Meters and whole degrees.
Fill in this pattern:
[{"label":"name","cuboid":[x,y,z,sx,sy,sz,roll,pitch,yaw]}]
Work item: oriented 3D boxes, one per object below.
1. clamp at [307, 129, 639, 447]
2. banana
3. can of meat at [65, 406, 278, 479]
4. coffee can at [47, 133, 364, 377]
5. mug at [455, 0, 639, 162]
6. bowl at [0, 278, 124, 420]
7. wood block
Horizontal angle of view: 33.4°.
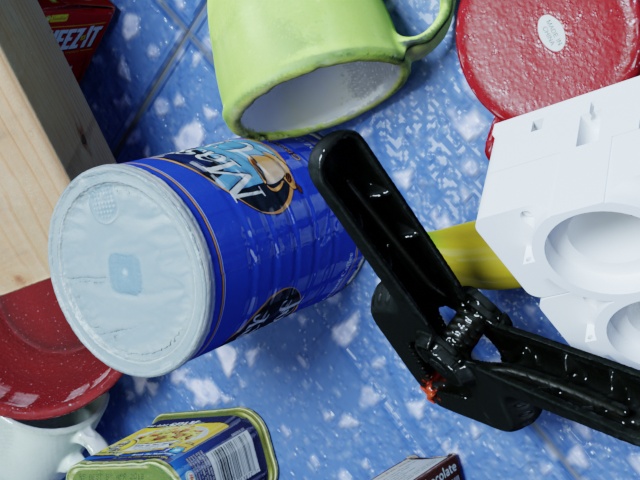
[{"label":"clamp","cuboid":[0.055,0.034,0.466,0.164,0.036,0.210,42,168,6]},{"label":"banana","cuboid":[0.125,-0.017,0.472,0.198,0.069,0.037,-26,60,30]},{"label":"can of meat","cuboid":[-0.092,0.145,0.655,0.102,0.083,0.057,-11,96,36]},{"label":"coffee can","cuboid":[-0.054,0.001,0.553,0.103,0.140,0.103,10,108,33]},{"label":"mug","cuboid":[0.105,-0.080,0.457,0.093,0.081,0.117,41,122,20]},{"label":"bowl","cuboid":[-0.177,0.030,0.680,0.162,0.055,0.162,0,90,9]},{"label":"wood block","cuboid":[-0.188,-0.082,0.563,0.090,0.091,0.206,-19,115,9]}]
